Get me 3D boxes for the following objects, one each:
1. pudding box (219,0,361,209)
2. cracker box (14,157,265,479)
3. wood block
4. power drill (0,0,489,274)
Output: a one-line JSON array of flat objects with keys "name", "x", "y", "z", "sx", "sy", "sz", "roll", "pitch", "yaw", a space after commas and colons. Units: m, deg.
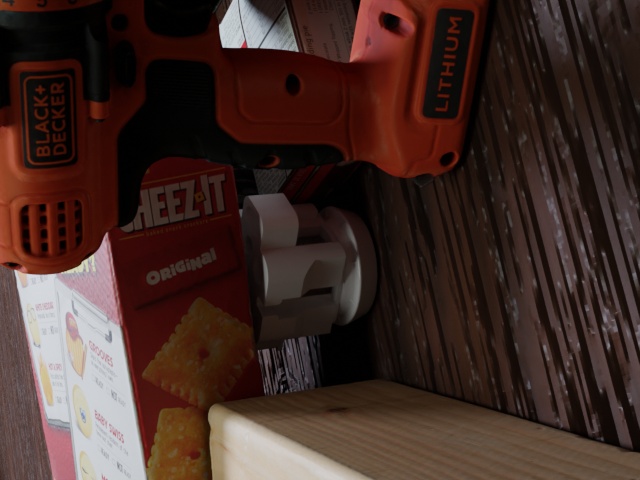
[{"name": "pudding box", "x": -0.011, "y": -0.081, "z": 0.512, "sx": 0.090, "sy": 0.039, "sz": 0.113, "roll": 133, "pitch": 125, "yaw": -60}, {"name": "cracker box", "x": -0.091, "y": 0.057, "z": 0.531, "sx": 0.164, "sy": 0.072, "sz": 0.214, "roll": 11, "pitch": 111, "yaw": 58}, {"name": "wood block", "x": 0.035, "y": 0.111, "z": 0.384, "sx": 0.206, "sy": 0.090, "sz": 0.090, "roll": -178, "pitch": 83, "yaw": -67}, {"name": "power drill", "x": -0.033, "y": -0.082, "z": 0.376, "sx": 0.057, "sy": 0.187, "sz": 0.184, "roll": -125, "pitch": 35, "yaw": -52}]
